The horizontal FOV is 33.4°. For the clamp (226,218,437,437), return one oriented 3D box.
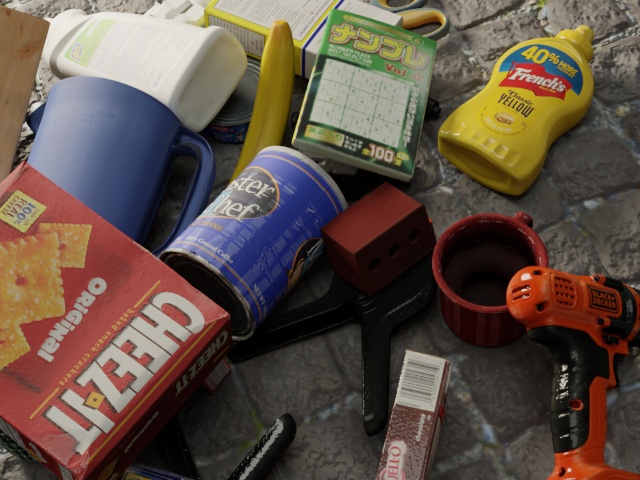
[{"bbox_3d":[0.042,0.064,0.910,0.165,0.036,0.209,32,65,35],"label":"clamp"}]

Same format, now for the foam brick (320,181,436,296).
[{"bbox_3d":[0.048,-0.002,0.904,0.078,0.053,0.051,-36,45,-16],"label":"foam brick"}]

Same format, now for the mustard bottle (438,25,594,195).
[{"bbox_3d":[0.201,-0.135,1.004,0.096,0.058,0.191,32,67,23],"label":"mustard bottle"}]

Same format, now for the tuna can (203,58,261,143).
[{"bbox_3d":[-0.084,-0.138,1.056,0.086,0.034,0.086,-3,59,5],"label":"tuna can"}]

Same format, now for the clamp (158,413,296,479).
[{"bbox_3d":[-0.078,0.208,0.841,0.120,0.039,0.171,-10,63,19],"label":"clamp"}]

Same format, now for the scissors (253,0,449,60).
[{"bbox_3d":[0.031,-0.228,1.107,0.202,0.016,0.096,-3,58,6],"label":"scissors"}]

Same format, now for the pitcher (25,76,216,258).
[{"bbox_3d":[-0.203,-0.012,0.945,0.149,0.144,0.242,-17,52,46],"label":"pitcher"}]

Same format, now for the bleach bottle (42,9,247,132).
[{"bbox_3d":[-0.195,-0.187,1.062,0.251,0.068,0.102,24,76,36],"label":"bleach bottle"}]

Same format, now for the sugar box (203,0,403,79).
[{"bbox_3d":[-0.017,-0.210,1.058,0.176,0.048,0.093,26,56,15],"label":"sugar box"}]

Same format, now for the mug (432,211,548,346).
[{"bbox_3d":[0.147,0.028,0.899,0.093,0.081,0.117,23,65,20],"label":"mug"}]

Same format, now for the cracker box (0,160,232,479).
[{"bbox_3d":[-0.198,0.064,0.803,0.214,0.072,0.164,35,66,14],"label":"cracker box"}]

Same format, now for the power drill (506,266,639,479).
[{"bbox_3d":[0.222,0.119,0.819,0.184,0.057,0.187,13,64,-32],"label":"power drill"}]

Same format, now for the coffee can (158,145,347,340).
[{"bbox_3d":[-0.056,0.001,0.917,0.103,0.103,0.140,28,58,22],"label":"coffee can"}]

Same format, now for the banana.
[{"bbox_3d":[-0.054,-0.103,0.994,0.037,0.069,0.198,16,87,9],"label":"banana"}]

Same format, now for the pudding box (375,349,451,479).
[{"bbox_3d":[0.071,0.155,0.827,0.039,0.090,0.113,13,60,11],"label":"pudding box"}]

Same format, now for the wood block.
[{"bbox_3d":[-0.327,-0.111,0.996,0.090,0.091,0.206,16,73,-19],"label":"wood block"}]
